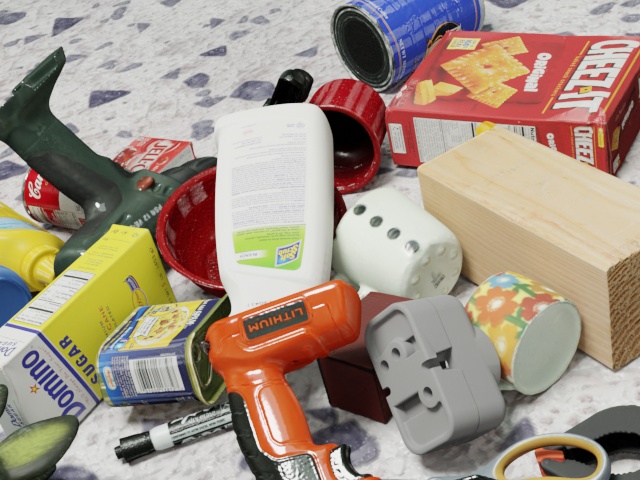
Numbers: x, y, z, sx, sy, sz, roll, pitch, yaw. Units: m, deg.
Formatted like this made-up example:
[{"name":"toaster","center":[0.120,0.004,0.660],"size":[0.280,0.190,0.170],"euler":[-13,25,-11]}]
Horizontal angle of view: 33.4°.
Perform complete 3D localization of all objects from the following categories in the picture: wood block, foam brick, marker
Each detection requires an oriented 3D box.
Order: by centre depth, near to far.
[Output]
[{"name":"foam brick","center":[0.042,0.082,0.771],"size":[0.053,0.051,0.078],"euler":[12,42,37]},{"name":"marker","center":[-0.091,0.135,0.777],"size":[0.121,0.020,0.020],"euler":[-19,33,-4]},{"name":"wood block","center":[0.175,-0.002,0.804],"size":[0.090,0.091,0.206],"euler":[-28,35,-20]}]

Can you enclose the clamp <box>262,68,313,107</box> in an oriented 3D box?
[{"name":"clamp","center":[-0.050,-0.111,1.064],"size":[0.036,0.165,0.210],"euler":[31,19,-4]}]

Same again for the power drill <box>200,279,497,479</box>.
[{"name":"power drill","center":[0.009,0.121,0.657],"size":[0.184,0.057,0.188],"euler":[-18,58,7]}]

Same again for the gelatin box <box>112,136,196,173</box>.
[{"name":"gelatin box","center":[-0.183,-0.074,1.112],"size":[0.073,0.030,0.089],"euler":[9,41,32]}]

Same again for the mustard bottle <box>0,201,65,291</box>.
[{"name":"mustard bottle","center":[-0.292,0.004,0.996],"size":[0.192,0.058,0.096],"euler":[23,6,43]}]

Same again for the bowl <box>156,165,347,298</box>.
[{"name":"bowl","center":[-0.056,0.001,0.909],"size":[0.162,0.055,0.162],"euler":[-3,44,3]}]

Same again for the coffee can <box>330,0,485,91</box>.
[{"name":"coffee can","center":[0.096,-0.240,1.175],"size":[0.140,0.103,0.103],"euler":[-33,37,-25]}]

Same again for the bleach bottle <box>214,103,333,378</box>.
[{"name":"bleach bottle","center":[-0.041,0.003,0.822],"size":[0.103,0.068,0.250],"euler":[-8,48,13]}]

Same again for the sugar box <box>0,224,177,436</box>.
[{"name":"sugar box","center":[-0.187,0.075,0.839],"size":[0.048,0.093,0.176],"euler":[6,39,31]}]

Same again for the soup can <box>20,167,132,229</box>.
[{"name":"soup can","center":[-0.236,-0.044,1.057],"size":[0.102,0.068,0.068],"euler":[9,40,31]}]

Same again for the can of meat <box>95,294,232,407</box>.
[{"name":"can of meat","center":[-0.112,0.084,0.812],"size":[0.084,0.057,0.102],"euler":[-7,19,20]}]

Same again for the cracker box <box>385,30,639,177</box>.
[{"name":"cracker box","center":[0.190,-0.133,1.007],"size":[0.214,0.072,0.164],"euler":[8,40,30]}]

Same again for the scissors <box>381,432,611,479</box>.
[{"name":"scissors","center":[0.081,0.171,0.651],"size":[0.202,0.016,0.096],"euler":[-20,52,22]}]

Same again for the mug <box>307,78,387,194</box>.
[{"name":"mug","center":[0.011,-0.098,1.026],"size":[0.117,0.093,0.081],"euler":[-33,18,31]}]
